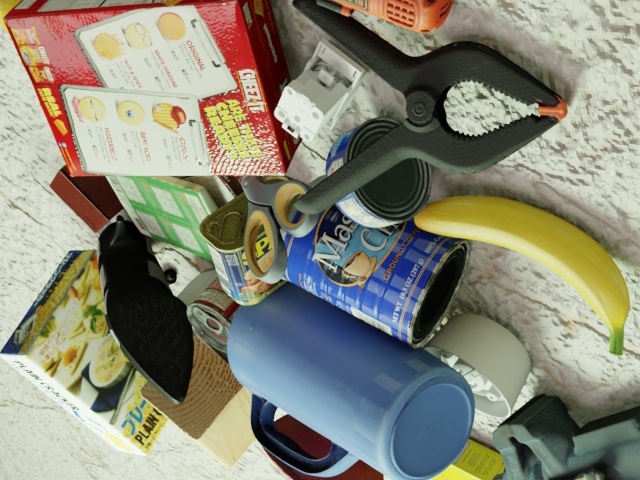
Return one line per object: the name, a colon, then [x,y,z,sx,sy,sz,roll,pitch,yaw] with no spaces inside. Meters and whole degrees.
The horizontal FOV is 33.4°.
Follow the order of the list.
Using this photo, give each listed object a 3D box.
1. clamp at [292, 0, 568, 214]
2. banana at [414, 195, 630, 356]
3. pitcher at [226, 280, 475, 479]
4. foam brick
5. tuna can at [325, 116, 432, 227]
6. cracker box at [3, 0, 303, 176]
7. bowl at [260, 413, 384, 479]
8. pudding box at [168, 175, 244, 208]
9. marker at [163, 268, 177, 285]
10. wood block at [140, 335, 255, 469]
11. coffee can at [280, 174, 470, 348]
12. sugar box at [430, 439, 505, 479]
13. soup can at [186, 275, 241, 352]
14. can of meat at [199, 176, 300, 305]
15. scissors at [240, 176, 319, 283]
clamp: [0.071,-0.087,0.780,0.210,0.036,0.164,10,105,17]
banana: [0.167,0.009,0.835,0.198,0.070,0.037,35,-169,18]
pitcher: [0.023,0.136,0.993,0.243,0.144,0.149,27,140,51]
foam brick: [-0.255,-0.057,1.199,0.078,0.051,0.053,47,148,-8]
tuna can: [0.047,-0.054,0.859,0.086,0.086,0.034,51,148,-14]
cracker box: [-0.136,-0.138,0.904,0.214,0.072,0.164,0,129,20]
bowl: [0.013,0.228,1.141,0.162,0.055,0.162,35,-174,-4]
pudding box: [-0.121,-0.069,1.058,0.114,0.039,0.090,-6,128,52]
marker: [-0.207,0.056,1.311,0.020,0.020,0.121,48,147,-11]
wood block: [-0.131,0.196,1.267,0.091,0.090,0.206,37,167,17]
coffee can: [0.044,0.017,0.928,0.140,0.102,0.103,27,145,21]
sugar box: [0.135,0.245,1.156,0.176,0.048,0.093,20,142,28]
soup can: [-0.081,0.057,1.105,0.069,0.102,0.068,27,145,21]
can of meat: [-0.057,0.001,1.016,0.058,0.102,0.084,39,154,37]
scissors: [-0.046,-0.055,0.927,0.016,0.202,0.096,23,132,-38]
